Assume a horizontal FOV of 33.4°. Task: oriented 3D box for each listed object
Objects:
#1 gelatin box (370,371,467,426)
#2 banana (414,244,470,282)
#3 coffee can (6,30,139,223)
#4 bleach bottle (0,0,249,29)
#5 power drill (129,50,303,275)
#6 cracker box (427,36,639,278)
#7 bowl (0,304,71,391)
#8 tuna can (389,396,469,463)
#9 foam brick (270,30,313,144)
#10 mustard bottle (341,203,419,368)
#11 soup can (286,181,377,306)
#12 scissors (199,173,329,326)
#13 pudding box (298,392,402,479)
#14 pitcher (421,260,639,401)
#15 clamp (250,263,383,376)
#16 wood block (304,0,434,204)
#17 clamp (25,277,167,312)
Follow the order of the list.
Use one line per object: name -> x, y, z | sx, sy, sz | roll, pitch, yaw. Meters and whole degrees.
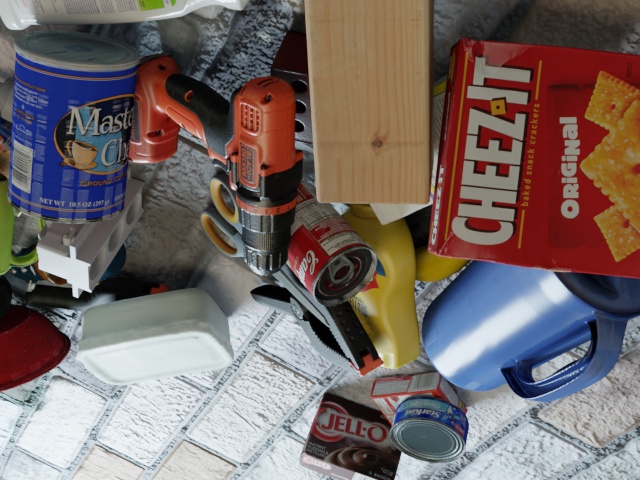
gelatin box -> 0.112, 0.186, 1.221 | 0.089, 0.030, 0.073 | -12, 130, 32
banana -> 0.124, -0.012, 0.999 | 0.069, 0.037, 0.198 | 29, 139, -8
coffee can -> -0.213, -0.099, 0.916 | 0.103, 0.102, 0.140 | 14, 113, 9
bleach bottle -> -0.149, -0.220, 0.878 | 0.251, 0.068, 0.102 | 6, 136, 14
power drill -> -0.095, -0.076, 0.942 | 0.188, 0.057, 0.184 | 26, 128, 32
cracker box -> 0.197, -0.058, 0.796 | 0.213, 0.164, 0.072 | 6, -178, 1
bowl -> -0.383, 0.120, 1.271 | 0.162, 0.162, 0.055 | 0, 113, 23
tuna can -> 0.123, 0.212, 1.194 | 0.086, 0.033, 0.086 | 11, 139, 9
foam brick -> -0.013, -0.130, 0.920 | 0.053, 0.051, 0.078 | 14, 138, 8
mustard bottle -> 0.052, 0.024, 1.029 | 0.096, 0.058, 0.192 | 33, 136, 47
soup can -> -0.004, 0.001, 0.974 | 0.102, 0.068, 0.068 | 50, 153, 35
scissors -> -0.057, 0.001, 1.035 | 0.202, 0.016, 0.096 | 31, 133, 42
pudding box -> 0.041, 0.241, 1.265 | 0.113, 0.090, 0.039 | 21, 141, 1
pitcher -> 0.189, 0.059, 0.956 | 0.145, 0.149, 0.243 | 48, 145, 6
clamp -> -0.013, 0.064, 1.070 | 0.210, 0.036, 0.165 | 49, 154, 27
wood block -> 0.040, -0.139, 0.811 | 0.091, 0.090, 0.206 | 1, 119, 8
clamp -> -0.260, 0.074, 1.251 | 0.172, 0.039, 0.120 | -22, 139, 33
